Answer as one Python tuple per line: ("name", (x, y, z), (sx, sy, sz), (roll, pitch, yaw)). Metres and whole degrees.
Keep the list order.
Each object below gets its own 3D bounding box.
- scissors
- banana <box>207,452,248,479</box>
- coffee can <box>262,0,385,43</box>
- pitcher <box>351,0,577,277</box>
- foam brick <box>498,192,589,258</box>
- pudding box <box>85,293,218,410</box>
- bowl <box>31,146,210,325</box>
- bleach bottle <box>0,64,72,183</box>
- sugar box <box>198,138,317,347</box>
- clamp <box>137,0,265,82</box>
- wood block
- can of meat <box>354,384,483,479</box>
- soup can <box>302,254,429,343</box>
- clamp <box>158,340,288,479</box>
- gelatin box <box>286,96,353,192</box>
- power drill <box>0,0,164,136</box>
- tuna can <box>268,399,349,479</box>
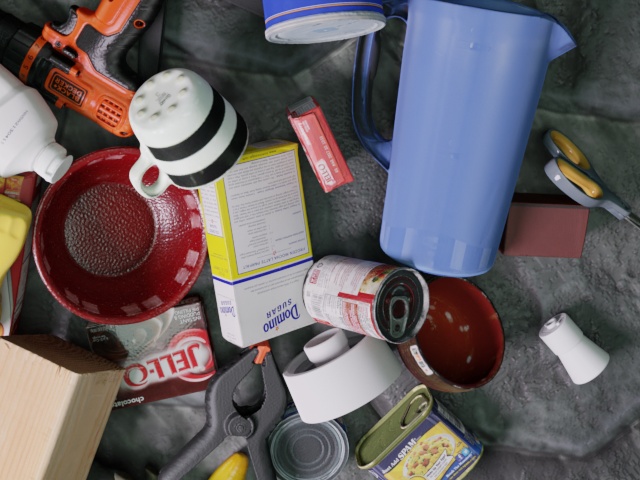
("scissors", (0.275, -0.048, 1.024), (0.201, 0.096, 0.016), (21, 130, -39))
("banana", (-0.152, 0.281, 1.072), (0.198, 0.037, 0.069), (-24, 105, 2))
("coffee can", (-0.004, -0.245, 0.901), (0.103, 0.103, 0.140), (-7, 92, -3))
("pitcher", (0.115, -0.098, 0.957), (0.144, 0.149, 0.243), (-1, 109, -31))
("foam brick", (0.208, -0.015, 1.017), (0.078, 0.053, 0.051), (2, 104, -4))
("pudding box", (-0.159, 0.107, 1.026), (0.113, 0.039, 0.090), (-12, 105, -1))
("bowl", (-0.185, -0.007, 0.973), (0.161, 0.055, 0.162), (-4, 99, -24))
("bleach bottle", (-0.325, -0.126, 0.908), (0.251, 0.068, 0.102), (36, 90, 3))
("sugar box", (-0.057, 0.001, 0.988), (0.093, 0.048, 0.176), (-16, 109, -31))
("clamp", (-0.141, -0.227, 0.944), (0.164, 0.036, 0.210), (-36, 106, 6))
("wood block", (-0.266, 0.197, 0.966), (0.091, 0.090, 0.206), (22, 94, 19))
("can of meat", (0.100, 0.209, 1.063), (0.084, 0.057, 0.102), (43, 98, -15))
("soup can", (0.040, 0.052, 0.975), (0.068, 0.102, 0.068), (-7, 101, -40))
("clamp", (-0.088, 0.176, 1.017), (0.120, 0.039, 0.171), (6, 97, -16))
("gelatin box", (-0.002, -0.088, 0.963), (0.030, 0.089, 0.073), (-25, 105, 1))
("power drill", (-0.203, -0.204, 0.912), (0.184, 0.057, 0.188), (31, 118, -3))
("tuna can", (-0.014, 0.203, 1.064), (0.086, 0.034, 0.086), (-1, 104, -4))
